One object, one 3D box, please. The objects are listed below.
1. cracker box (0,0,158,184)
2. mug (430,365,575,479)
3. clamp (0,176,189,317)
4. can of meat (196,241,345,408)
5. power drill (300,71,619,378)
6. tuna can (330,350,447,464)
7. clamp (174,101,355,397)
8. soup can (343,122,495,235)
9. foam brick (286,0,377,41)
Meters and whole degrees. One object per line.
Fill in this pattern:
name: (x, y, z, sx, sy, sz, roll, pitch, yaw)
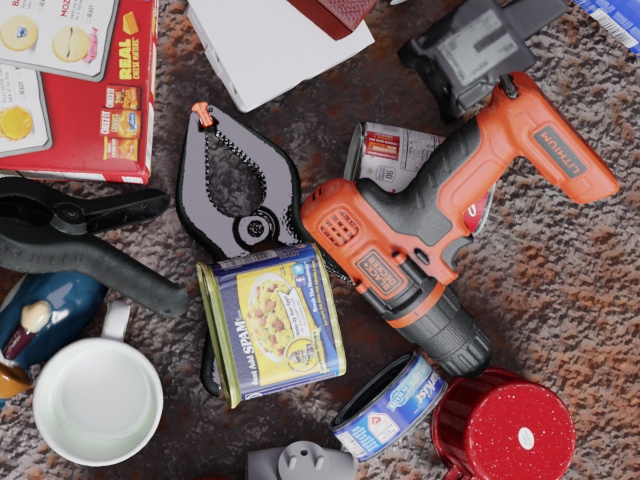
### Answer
cracker box: (-0.225, -0.127, 0.759, 0.213, 0.072, 0.164, 2, 84, -6)
mug: (0.127, 0.149, 0.778, 0.093, 0.081, 0.117, 45, 82, -2)
clamp: (-0.166, 0.002, 0.718, 0.171, 0.120, 0.039, 3, 126, -32)
can of meat: (-0.035, 0.056, 0.746, 0.084, 0.057, 0.102, -13, 96, -12)
power drill: (0.108, -0.009, 0.738, 0.188, 0.057, 0.184, -39, 108, 15)
tuna can: (0.048, 0.119, 0.768, 0.086, 0.086, 0.034, -42, 91, -8)
clamp: (-0.055, 0.001, 0.788, 0.164, 0.036, 0.210, -32, 94, -8)
soup can: (0.072, -0.046, 0.791, 0.102, 0.068, 0.068, 11, 85, -6)
foam brick: (0.003, -0.183, 0.733, 0.078, 0.051, 0.053, 39, 84, -9)
